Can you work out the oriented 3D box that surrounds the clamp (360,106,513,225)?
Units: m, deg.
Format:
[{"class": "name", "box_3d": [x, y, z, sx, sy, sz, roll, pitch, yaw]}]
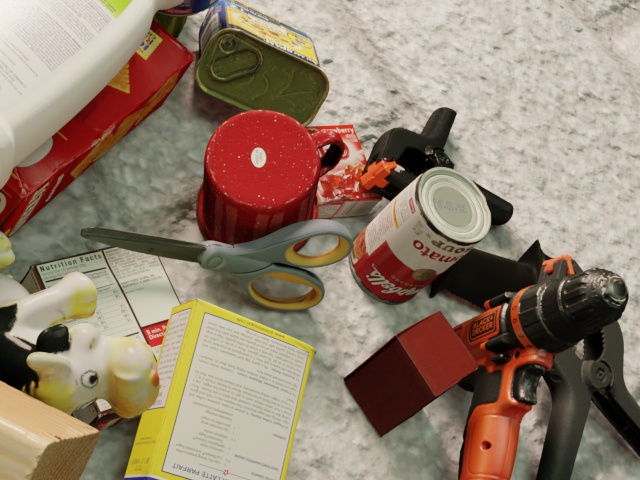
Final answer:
[{"class": "clamp", "box_3d": [0.090, -0.068, 0.903, 0.171, 0.039, 0.120, 4, 50, -49]}]

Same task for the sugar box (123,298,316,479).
[{"class": "sugar box", "box_3d": [-0.068, 0.135, 0.655, 0.093, 0.048, 0.176, 24, 69, -25]}]

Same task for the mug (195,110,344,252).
[{"class": "mug", "box_3d": [-0.033, -0.045, 0.771, 0.117, 0.081, 0.093, -25, 71, -16]}]

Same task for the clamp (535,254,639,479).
[{"class": "clamp", "box_3d": [0.207, 0.117, 0.852, 0.164, 0.036, 0.210, -12, 81, -36]}]

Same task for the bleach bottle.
[{"class": "bleach bottle", "box_3d": [-0.153, -0.133, 0.663, 0.102, 0.068, 0.250, 44, 49, -2]}]

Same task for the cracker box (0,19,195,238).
[{"class": "cracker box", "box_3d": [-0.209, -0.118, 0.726, 0.164, 0.072, 0.213, 41, 41, -4]}]

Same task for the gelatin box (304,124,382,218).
[{"class": "gelatin box", "box_3d": [-0.002, -0.055, 0.856, 0.089, 0.030, 0.073, -6, 65, -34]}]

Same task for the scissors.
[{"class": "scissors", "box_3d": [-0.055, 0.001, 0.721, 0.201, 0.096, 0.016, 28, 30, -46]}]

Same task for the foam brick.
[{"class": "foam brick", "box_3d": [0.065, 0.096, 0.770, 0.052, 0.078, 0.051, -24, 75, -40]}]

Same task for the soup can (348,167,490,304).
[{"class": "soup can", "box_3d": [0.076, -0.003, 0.823, 0.068, 0.102, 0.068, 16, 54, -23]}]

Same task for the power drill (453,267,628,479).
[{"class": "power drill", "box_3d": [0.143, 0.121, 0.745, 0.057, 0.185, 0.187, 21, 62, -19]}]

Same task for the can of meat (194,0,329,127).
[{"class": "can of meat", "box_3d": [-0.048, -0.143, 0.849, 0.102, 0.057, 0.084, 22, 27, -19]}]

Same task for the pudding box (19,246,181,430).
[{"class": "pudding box", "box_3d": [-0.133, 0.060, 0.697, 0.089, 0.039, 0.113, -15, 69, -37]}]
